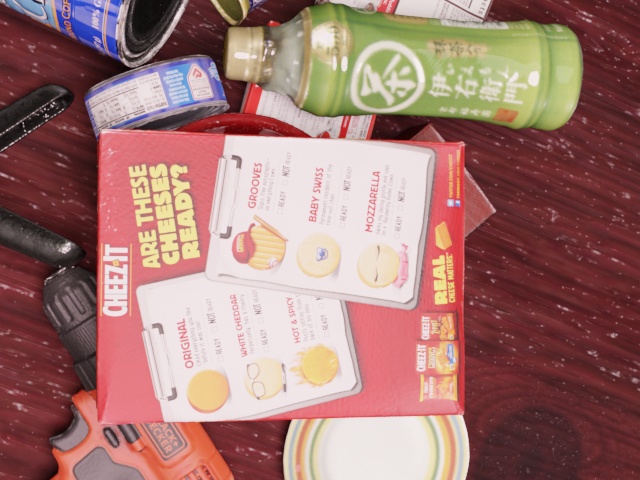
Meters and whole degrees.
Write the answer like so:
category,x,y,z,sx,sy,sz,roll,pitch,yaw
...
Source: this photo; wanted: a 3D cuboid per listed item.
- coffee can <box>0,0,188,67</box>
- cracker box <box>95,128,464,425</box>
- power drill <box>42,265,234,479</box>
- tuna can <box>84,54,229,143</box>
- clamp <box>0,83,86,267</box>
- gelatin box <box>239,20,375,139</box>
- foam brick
category,x,y,z,sx,sy,sz,roll,pitch,yaw
coffee can,-0.152,-0.178,0.629,0.140,0.103,0.103,26,83,6
cracker box,-0.024,0.021,0.633,0.213,0.072,0.164,1,88,-12
power drill,-0.171,0.133,0.662,0.187,0.057,0.184,-34,96,-11
tuna can,-0.103,-0.087,0.666,0.086,0.086,0.034,-18,92,-13
clamp,-0.225,-0.027,0.654,0.171,0.039,0.120,-14,68,-10
gelatin box,-0.005,-0.098,0.717,0.089,0.030,0.073,16,84,-12
foam brick,0.070,-0.033,0.721,0.051,0.053,0.078,-39,97,-11
